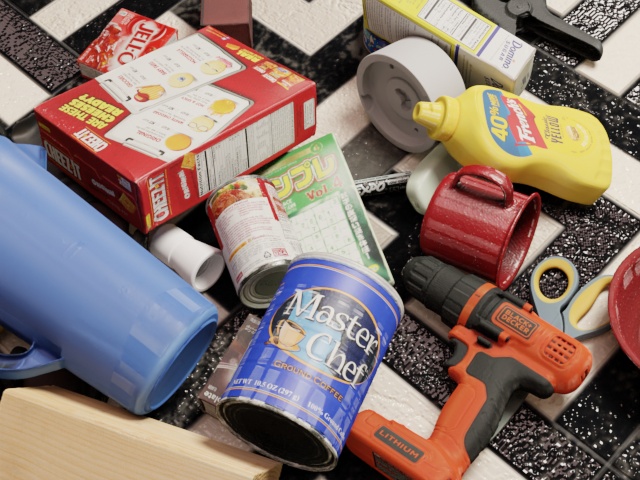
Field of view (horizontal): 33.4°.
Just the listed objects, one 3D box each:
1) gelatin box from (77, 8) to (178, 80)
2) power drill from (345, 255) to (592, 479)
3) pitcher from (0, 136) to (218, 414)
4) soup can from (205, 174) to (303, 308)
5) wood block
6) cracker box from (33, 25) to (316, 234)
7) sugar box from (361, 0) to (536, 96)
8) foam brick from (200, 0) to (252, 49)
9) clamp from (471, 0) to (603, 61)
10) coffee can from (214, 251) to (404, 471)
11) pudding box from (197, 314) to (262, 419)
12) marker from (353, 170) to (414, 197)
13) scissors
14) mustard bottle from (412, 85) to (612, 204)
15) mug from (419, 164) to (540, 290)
[{"bbox_3d":[-0.203,-0.201,1.137,0.073,0.030,0.089,24,61,17],"label":"gelatin box"},{"bbox_3d":[0.103,0.113,0.886,0.185,0.057,0.187,32,68,29],"label":"power drill"},{"bbox_3d":[-0.213,0.039,0.865,0.243,0.145,0.149,35,103,9],"label":"pitcher"},{"bbox_3d":[-0.056,0.001,0.955,0.068,0.068,0.102,-18,57,-9],"label":"soup can"},{"bbox_3d":[-0.146,0.187,0.824,0.206,0.090,0.091,16,88,13],"label":"wood block"},{"bbox_3d":[-0.134,-0.112,1.017,0.213,0.072,0.164,-33,50,-30],"label":"cracker box"},{"bbox_3d":[0.124,-0.199,1.047,0.176,0.093,0.048,32,81,12],"label":"sugar box"},{"bbox_3d":[-0.100,-0.242,1.146,0.051,0.053,0.078,-3,57,1],"label":"foam brick"},{"bbox_3d":[0.203,-0.229,1.129,0.120,0.039,0.171,-25,59,-16],"label":"clamp"},{"bbox_3d":[-0.007,0.094,0.840,0.103,0.103,0.140,19,60,15],"label":"coffee can"},{"bbox_3d":[-0.033,0.126,0.904,0.114,0.039,0.090,22,60,17],"label":"pudding box"},{"bbox_3d":[0.044,-0.051,1.030,0.121,0.020,0.020,-9,56,-3],"label":"marker"},{"bbox_3d":[0.185,0.084,0.934,0.201,0.016,0.096,-35,60,-18],"label":"scissors"},{"bbox_3d":[0.173,-0.096,0.985,0.191,0.058,0.096,12,53,-19],"label":"mustard bottle"},{"bbox_3d":[0.141,-0.020,0.949,0.082,0.117,0.093,22,53,22],"label":"mug"}]
